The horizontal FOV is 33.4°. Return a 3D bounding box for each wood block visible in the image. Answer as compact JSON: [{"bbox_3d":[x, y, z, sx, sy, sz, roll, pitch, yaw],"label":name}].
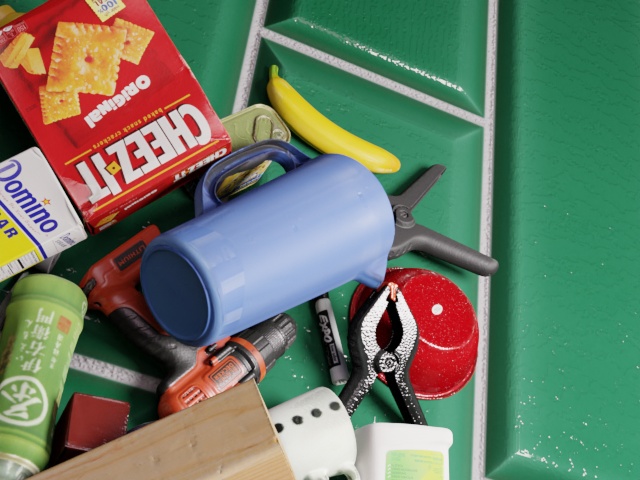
[{"bbox_3d":[-0.125,0.209,0.865,0.206,0.091,0.090,-23,38,-5],"label":"wood block"}]

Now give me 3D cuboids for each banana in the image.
[{"bbox_3d":[0.006,-0.134,1.256,0.198,0.037,0.069,39,52,-1],"label":"banana"}]

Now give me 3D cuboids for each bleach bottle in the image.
[{"bbox_3d":[0.080,0.302,0.999,0.102,0.068,0.251,9,65,-24],"label":"bleach bottle"}]

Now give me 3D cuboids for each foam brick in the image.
[{"bbox_3d":[-0.202,0.174,0.929,0.051,0.078,0.053,15,55,-18],"label":"foam brick"}]

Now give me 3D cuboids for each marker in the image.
[{"bbox_3d":[0.009,0.093,1.128,0.020,0.020,0.121,1,60,-27],"label":"marker"}]

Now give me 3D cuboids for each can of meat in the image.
[{"bbox_3d":[-0.093,-0.090,1.146,0.101,0.084,0.057,-30,77,-37],"label":"can of meat"}]

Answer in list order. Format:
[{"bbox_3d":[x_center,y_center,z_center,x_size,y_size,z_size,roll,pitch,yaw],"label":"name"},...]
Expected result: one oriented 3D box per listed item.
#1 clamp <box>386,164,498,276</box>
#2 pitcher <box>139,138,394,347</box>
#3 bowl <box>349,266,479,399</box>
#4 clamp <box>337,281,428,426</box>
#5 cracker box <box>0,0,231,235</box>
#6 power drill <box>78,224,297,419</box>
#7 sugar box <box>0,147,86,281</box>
[{"bbox_3d":[0.098,-0.012,1.222,0.209,0.036,0.165,-11,55,-31],"label":"clamp"},{"bbox_3d":[-0.057,0.001,1.025,0.149,0.145,0.242,17,29,38],"label":"pitcher"},{"bbox_3d":[0.115,0.089,1.164,0.162,0.055,0.162,13,55,-20],"label":"bowl"},{"bbox_3d":[0.070,0.131,1.091,0.120,0.039,0.171,16,86,-30],"label":"clamp"},{"bbox_3d":[-0.210,-0.140,1.047,0.164,0.072,0.214,-31,84,-10],"label":"cracker box"},{"bbox_3d":[-0.130,0.076,1.041,0.188,0.057,0.184,46,46,6],"label":"power drill"},{"bbox_3d":[-0.312,-0.005,0.962,0.176,0.048,0.093,-30,76,-10],"label":"sugar box"}]
